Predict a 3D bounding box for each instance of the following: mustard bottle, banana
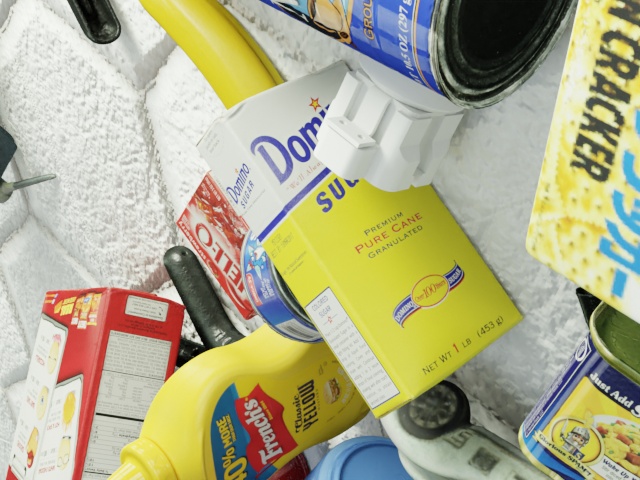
[{"bbox_3d":[-0.049,0.107,0.650,0.058,0.191,0.096,23,129,42],"label":"mustard bottle"},{"bbox_3d":[-0.056,-0.097,0.651,0.198,0.037,0.070,57,145,5],"label":"banana"}]

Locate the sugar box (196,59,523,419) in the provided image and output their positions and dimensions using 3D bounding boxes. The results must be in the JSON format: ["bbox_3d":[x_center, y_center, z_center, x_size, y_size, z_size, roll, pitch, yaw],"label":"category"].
[{"bbox_3d":[0.021,-0.005,0.570,0.176,0.093,0.048,57,145,5],"label":"sugar box"}]

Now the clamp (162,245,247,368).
[{"bbox_3d":[-0.072,0.083,0.800,0.172,0.039,0.120,35,142,34],"label":"clamp"}]

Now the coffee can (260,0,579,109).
[{"bbox_3d":[0.030,-0.131,0.459,0.140,0.102,0.103,34,138,33],"label":"coffee can"}]

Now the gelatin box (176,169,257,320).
[{"bbox_3d":[-0.055,0.001,0.725,0.089,0.030,0.073,54,145,10],"label":"gelatin box"}]

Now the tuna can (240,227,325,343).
[{"bbox_3d":[-0.001,0.015,0.619,0.034,0.086,0.086,-25,94,54],"label":"tuna can"}]

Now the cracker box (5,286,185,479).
[{"bbox_3d":[-0.177,0.146,0.813,0.164,0.072,0.213,-7,72,59],"label":"cracker box"}]
